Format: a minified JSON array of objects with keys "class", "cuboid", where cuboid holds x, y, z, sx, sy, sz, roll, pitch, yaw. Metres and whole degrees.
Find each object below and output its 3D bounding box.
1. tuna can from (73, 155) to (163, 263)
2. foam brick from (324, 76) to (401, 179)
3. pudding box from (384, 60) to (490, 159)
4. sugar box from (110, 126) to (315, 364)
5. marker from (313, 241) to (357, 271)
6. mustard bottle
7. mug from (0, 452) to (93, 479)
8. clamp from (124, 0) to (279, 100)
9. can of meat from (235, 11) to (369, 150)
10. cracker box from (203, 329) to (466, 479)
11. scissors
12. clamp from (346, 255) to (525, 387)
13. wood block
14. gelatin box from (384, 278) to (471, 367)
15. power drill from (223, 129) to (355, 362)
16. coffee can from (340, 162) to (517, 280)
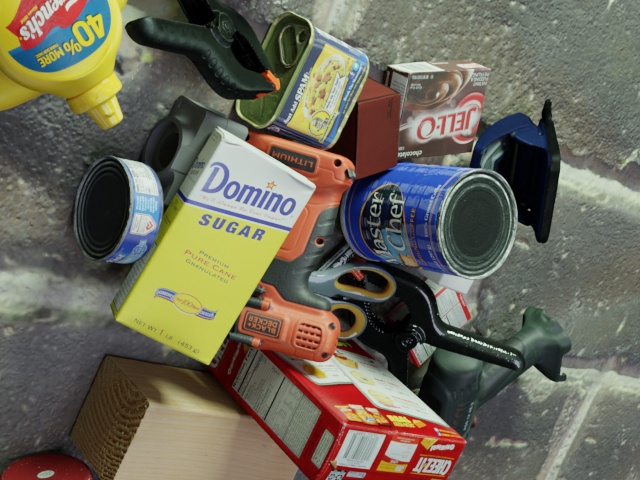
[{"class":"tuna can","cuboid":[-0.164,-0.024,0.867,0.033,0.086,0.086,9,108,-43]},{"class":"foam brick","cuboid":[0.039,-0.106,1.003,0.052,0.051,0.078,-17,123,-31]},{"class":"pudding box","cuboid":[0.110,-0.130,1.053,0.113,0.039,0.090,-8,118,-35]},{"class":"sugar box","cuboid":[-0.089,0.005,0.882,0.093,0.048,0.176,28,98,-23]},{"class":"marker","cuboid":[0.009,0.029,1.075,0.121,0.020,0.020,-43,132,-12]},{"class":"mustard bottle","cuboid":[-0.196,-0.163,0.750,0.096,0.058,0.191,-36,113,-16]},{"class":"mug","cuboid":[-0.233,0.246,0.947,0.093,0.117,0.081,-35,134,-61]},{"class":"clamp","cuboid":[-0.091,-0.175,0.848,0.171,0.039,0.120,33,54,-53]},{"class":"can of meat","cuboid":[-0.013,-0.137,0.942,0.083,0.058,0.102,18,102,-44]},{"class":"cracker box","cuboid":[0.007,0.151,1.007,0.163,0.214,0.072,16,105,-42]},{"class":"scissors","cuboid":[-0.023,0.052,1.041,0.201,0.016,0.096,4,117,-21]},{"class":"clamp","cuboid":[0.088,0.106,1.118,0.165,0.036,0.210,-41,104,19]},{"class":"wood block","cuboid":[-0.117,0.181,1.014,0.205,0.090,0.091,17,103,-43]},{"class":"gelatin box","cuboid":[0.120,0.086,1.186,0.089,0.030,0.073,-40,133,-13]},{"class":"power drill","cuboid":[-0.056,0.001,0.946,0.184,0.057,0.188,15,94,4]},{"class":"coffee can","cuboid":[0.101,-0.022,1.020,0.102,0.141,0.103,-6,101,-37]}]
